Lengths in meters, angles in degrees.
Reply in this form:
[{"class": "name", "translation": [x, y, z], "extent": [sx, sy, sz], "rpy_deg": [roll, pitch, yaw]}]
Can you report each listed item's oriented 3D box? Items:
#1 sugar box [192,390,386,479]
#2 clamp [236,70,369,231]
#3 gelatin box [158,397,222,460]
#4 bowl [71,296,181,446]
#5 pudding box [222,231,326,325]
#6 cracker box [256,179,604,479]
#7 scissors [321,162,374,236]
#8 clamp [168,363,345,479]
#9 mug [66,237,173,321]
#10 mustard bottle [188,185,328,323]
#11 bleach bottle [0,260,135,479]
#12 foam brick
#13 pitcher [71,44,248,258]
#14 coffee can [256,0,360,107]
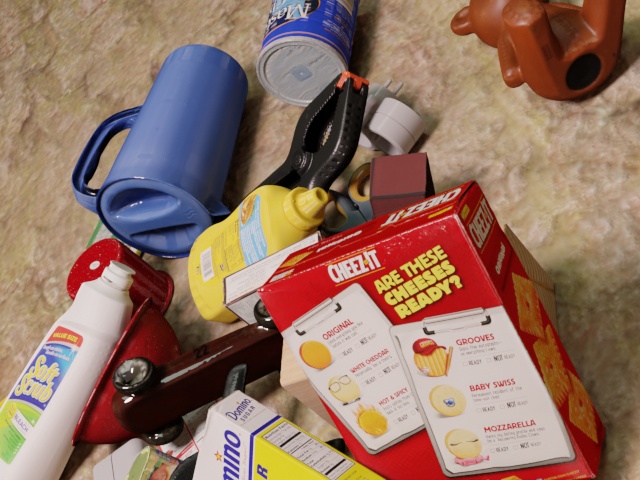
[{"class": "sugar box", "translation": [-0.013, 0.194, 0.790], "extent": [0.176, 0.048, 0.093], "rpy_deg": [25, 118, 23]}, {"class": "clamp", "translation": [-0.007, -0.067, 1.073], "extent": [0.210, 0.036, 0.165], "rpy_deg": [-58, 38, 21]}, {"class": "gelatin box", "translation": [-0.115, 0.180, 0.999], "extent": [0.073, 0.030, 0.089], "rpy_deg": [-43, 38, 1]}, {"class": "bowl", "translation": [-0.180, 0.138, 1.040], "extent": [0.162, 0.055, 0.162], "rpy_deg": [-63, 2, 4]}, {"class": "pudding box", "translation": [-0.020, 0.048, 0.982], "extent": [0.114, 0.090, 0.039], "rpy_deg": [-27, 42, 23]}, {"class": "cracker box", "translation": [0.081, 0.085, 0.759], "extent": [0.164, 0.213, 0.072], "rpy_deg": [-22, 15, 29]}, {"class": "scissors", "translation": [0.057, -0.016, 1.027], "extent": [0.096, 0.016, 0.202], "rpy_deg": [-50, 38, -2]}, {"class": "clamp", "translation": [-0.062, 0.196, 0.881], "extent": [0.120, 0.039, 0.171], "rpy_deg": [25, 66, 18]}, {"class": "mug", "translation": [-0.222, 0.059, 1.164], "extent": [0.093, 0.081, 0.117], "rpy_deg": [-27, 42, 22]}, {"class": "mustard bottle", "translation": [-0.056, 0.001, 1.033], "extent": [0.192, 0.058, 0.096], "rpy_deg": [-37, 51, 42]}, {"class": "bleach bottle", "translation": [-0.261, 0.134, 1.091], "extent": [0.103, 0.068, 0.251], "rpy_deg": [33, 98, 47]}, {"class": "foam brick", "translation": [0.077, -0.034, 0.968], "extent": [0.051, 0.078, 0.053], "rpy_deg": [-5, 50, 12]}, {"class": "pitcher", "translation": [-0.170, -0.112, 1.227], "extent": [0.145, 0.149, 0.242], "rpy_deg": [-27, 37, 39]}, {"class": "coffee can", "translation": [-0.012, -0.238, 1.220], "extent": [0.103, 0.102, 0.140], "rpy_deg": [-17, 46, 31]}]
